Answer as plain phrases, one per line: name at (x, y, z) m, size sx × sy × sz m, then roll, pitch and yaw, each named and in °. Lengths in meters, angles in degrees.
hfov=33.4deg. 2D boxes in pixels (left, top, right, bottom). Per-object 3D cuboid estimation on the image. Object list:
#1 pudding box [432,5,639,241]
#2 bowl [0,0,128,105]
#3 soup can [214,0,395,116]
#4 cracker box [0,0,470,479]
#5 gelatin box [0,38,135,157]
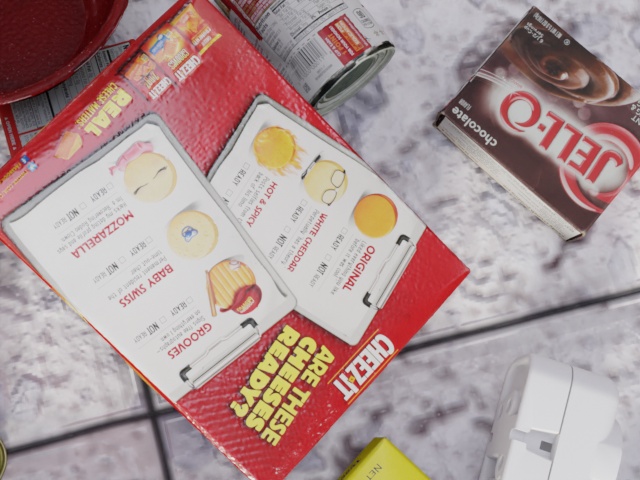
pudding box at (0.139, -0.069, 0.640) m, size 0.113 × 0.039 × 0.090 m, roll 40°, pitch 79°, yaw 4°
bowl at (-0.180, -0.135, 0.595) m, size 0.162 × 0.055 × 0.162 m, roll 0°, pitch 70°, yaw 0°
soup can at (-0.013, -0.131, 0.626) m, size 0.068 × 0.068 × 0.102 m, roll -37°, pitch 84°, yaw -10°
cracker box at (-0.054, 0.001, 0.577) m, size 0.213 × 0.072 × 0.164 m, roll 45°, pitch 80°, yaw -8°
gelatin box at (-0.139, -0.069, 0.623) m, size 0.089 × 0.030 × 0.073 m, roll -17°, pitch 79°, yaw -8°
